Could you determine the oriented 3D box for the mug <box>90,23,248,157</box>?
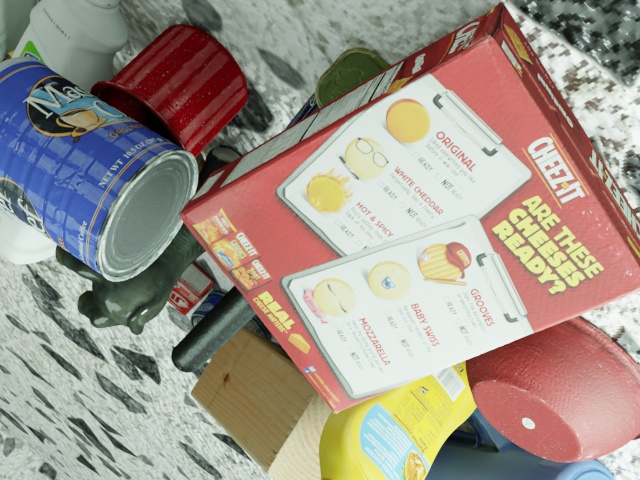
[{"bbox_3d":[-0.108,-0.098,0.794,0.093,0.081,0.117,34,153,13],"label":"mug"}]

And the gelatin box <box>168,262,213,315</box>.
[{"bbox_3d":[-0.161,0.035,1.132,0.089,0.030,0.073,42,154,-4],"label":"gelatin box"}]

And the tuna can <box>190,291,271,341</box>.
[{"bbox_3d":[-0.097,0.096,1.138,0.086,0.033,0.086,31,153,18],"label":"tuna can"}]

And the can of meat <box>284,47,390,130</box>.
[{"bbox_3d":[0.031,-0.063,0.694,0.102,0.057,0.084,42,156,-4],"label":"can of meat"}]

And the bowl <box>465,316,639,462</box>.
[{"bbox_3d":[0.166,0.115,0.795,0.162,0.055,0.162,31,153,17],"label":"bowl"}]

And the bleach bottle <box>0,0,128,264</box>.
[{"bbox_3d":[-0.208,-0.101,0.839,0.102,0.067,0.251,44,125,13],"label":"bleach bottle"}]

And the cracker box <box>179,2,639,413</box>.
[{"bbox_3d":[0.053,-0.010,0.616,0.214,0.072,0.164,-27,109,28],"label":"cracker box"}]

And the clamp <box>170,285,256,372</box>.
[{"bbox_3d":[-0.037,0.024,0.793,0.036,0.164,0.210,36,158,-17],"label":"clamp"}]

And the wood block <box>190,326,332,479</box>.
[{"bbox_3d":[-0.035,0.161,1.014,0.090,0.091,0.206,34,176,-28],"label":"wood block"}]

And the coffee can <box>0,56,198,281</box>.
[{"bbox_3d":[-0.171,-0.050,0.738,0.140,0.102,0.103,31,153,17],"label":"coffee can"}]

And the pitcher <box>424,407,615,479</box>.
[{"bbox_3d":[0.136,0.221,0.940,0.149,0.145,0.243,41,153,-31],"label":"pitcher"}]

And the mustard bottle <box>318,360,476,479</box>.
[{"bbox_3d":[0.053,0.154,0.850,0.058,0.191,0.096,0,134,53],"label":"mustard bottle"}]
